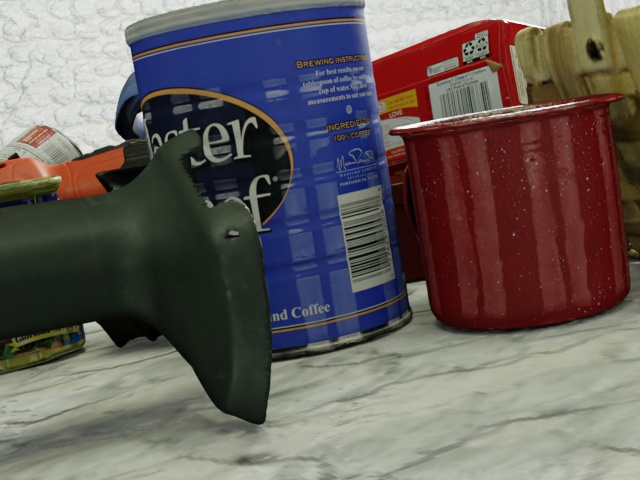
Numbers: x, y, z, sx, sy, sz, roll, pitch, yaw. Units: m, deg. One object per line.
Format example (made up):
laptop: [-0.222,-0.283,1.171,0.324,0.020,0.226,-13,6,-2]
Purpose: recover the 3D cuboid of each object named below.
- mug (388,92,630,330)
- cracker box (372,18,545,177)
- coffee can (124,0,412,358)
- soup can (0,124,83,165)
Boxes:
mug: [0.073,-0.012,0.441,0.093,0.081,0.117,-14,8,-33]
cracker box: [0.113,-0.077,0.678,0.164,0.072,0.213,-13,-7,43]
coffee can: [-0.021,-0.029,0.459,0.103,0.140,0.103,-9,7,1]
soup can: [-0.231,-0.035,0.804,0.069,0.068,0.102,-4,32,39]
